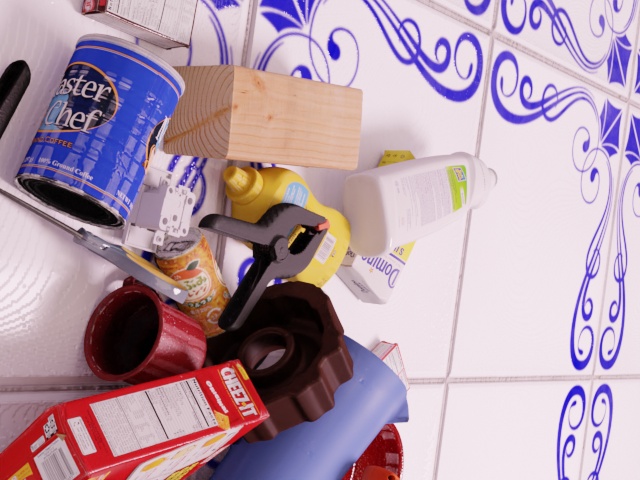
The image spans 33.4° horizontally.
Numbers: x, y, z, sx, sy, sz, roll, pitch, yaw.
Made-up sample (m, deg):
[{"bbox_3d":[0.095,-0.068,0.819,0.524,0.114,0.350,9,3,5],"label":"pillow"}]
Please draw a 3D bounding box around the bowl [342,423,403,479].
[{"bbox_3d":[0.036,0.288,1.312,0.161,0.055,0.162,-11,104,-50],"label":"bowl"}]

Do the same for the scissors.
[{"bbox_3d":[-0.210,0.000,0.980,0.201,0.096,0.016,33,88,-17],"label":"scissors"}]

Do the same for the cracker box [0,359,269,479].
[{"bbox_3d":[-0.177,0.185,0.946,0.213,0.164,0.072,-8,64,-51],"label":"cracker box"}]

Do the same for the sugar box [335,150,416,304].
[{"bbox_3d":[0.082,-0.017,1.329,0.093,0.048,0.176,47,58,-41],"label":"sugar box"}]

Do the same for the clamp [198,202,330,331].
[{"bbox_3d":[-0.057,0.001,1.082,0.171,0.039,0.120,-40,130,-41],"label":"clamp"}]

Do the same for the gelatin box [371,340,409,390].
[{"bbox_3d":[0.074,0.182,1.363,0.089,0.030,0.073,-42,125,-40],"label":"gelatin box"}]

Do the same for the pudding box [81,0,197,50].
[{"bbox_3d":[-0.164,-0.237,0.996,0.113,0.039,0.090,15,85,-49],"label":"pudding box"}]

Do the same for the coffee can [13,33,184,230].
[{"bbox_3d":[-0.191,-0.094,0.932,0.102,0.103,0.140,38,66,-47],"label":"coffee can"}]

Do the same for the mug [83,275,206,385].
[{"bbox_3d":[-0.165,0.088,1.017,0.081,0.093,0.117,36,33,-53],"label":"mug"}]

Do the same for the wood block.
[{"bbox_3d":[-0.054,-0.124,1.108,0.205,0.091,0.090,0,96,-51],"label":"wood block"}]

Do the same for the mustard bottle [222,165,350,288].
[{"bbox_3d":[-0.044,-0.025,1.161,0.191,0.058,0.096,42,73,-46],"label":"mustard bottle"}]

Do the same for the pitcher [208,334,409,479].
[{"bbox_3d":[-0.032,0.213,1.153,0.242,0.149,0.145,-52,139,-18],"label":"pitcher"}]

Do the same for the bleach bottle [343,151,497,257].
[{"bbox_3d":[0.135,-0.051,1.302,0.250,0.068,0.102,-14,100,-45],"label":"bleach bottle"}]
